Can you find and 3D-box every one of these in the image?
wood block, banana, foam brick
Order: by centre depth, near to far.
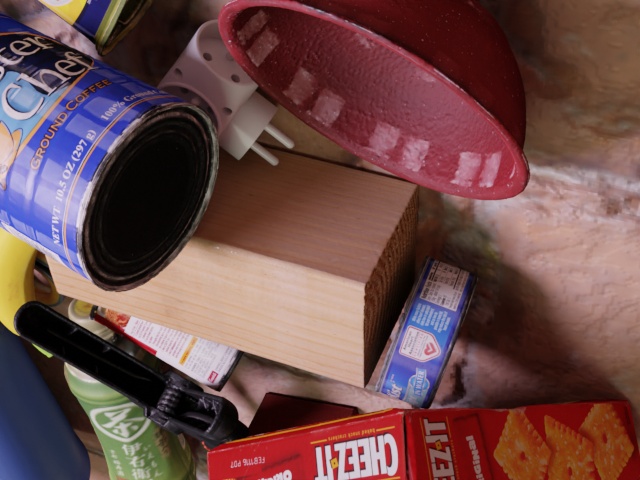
[{"bbox_3d":[-0.054,0.001,0.635,0.206,0.090,0.090,15,138,16],"label":"wood block"},{"bbox_3d":[-0.201,0.004,0.749,0.069,0.037,0.198,15,133,-12],"label":"banana"},{"bbox_3d":[-0.011,0.153,0.794,0.078,0.051,0.053,6,133,25],"label":"foam brick"}]

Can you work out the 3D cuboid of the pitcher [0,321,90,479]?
[{"bbox_3d":[-0.290,0.130,0.874,0.149,0.145,0.243,4,135,14],"label":"pitcher"}]

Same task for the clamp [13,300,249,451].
[{"bbox_3d":[-0.110,0.104,0.725,0.165,0.036,0.210,26,166,16],"label":"clamp"}]

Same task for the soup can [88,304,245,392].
[{"bbox_3d":[-0.096,0.049,0.726,0.102,0.068,0.069,31,140,-2],"label":"soup can"}]

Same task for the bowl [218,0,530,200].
[{"bbox_3d":[0.035,-0.083,0.496,0.162,0.055,0.162,28,170,5],"label":"bowl"}]

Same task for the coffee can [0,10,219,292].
[{"bbox_3d":[-0.138,-0.049,0.553,0.140,0.102,0.103,27,141,24],"label":"coffee can"}]

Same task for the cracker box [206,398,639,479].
[{"bbox_3d":[0.065,0.140,0.636,0.213,0.072,0.164,7,159,-43],"label":"cracker box"}]

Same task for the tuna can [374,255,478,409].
[{"bbox_3d":[0.063,0.054,0.625,0.034,0.086,0.086,21,139,7],"label":"tuna can"}]
